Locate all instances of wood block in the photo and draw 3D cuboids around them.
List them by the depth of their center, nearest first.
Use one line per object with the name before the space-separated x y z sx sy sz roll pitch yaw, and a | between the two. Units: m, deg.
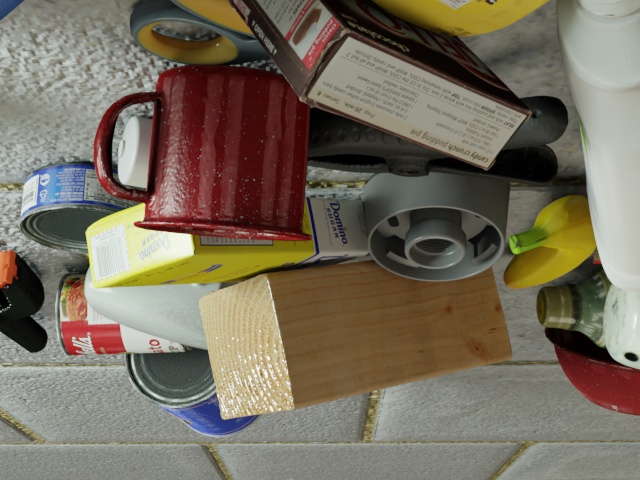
wood block | 0.029 0.064 0.771 0.205 0.090 0.091 -7 171 -37

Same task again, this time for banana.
banana | 0.161 0.000 0.746 0.069 0.037 0.197 -16 167 6

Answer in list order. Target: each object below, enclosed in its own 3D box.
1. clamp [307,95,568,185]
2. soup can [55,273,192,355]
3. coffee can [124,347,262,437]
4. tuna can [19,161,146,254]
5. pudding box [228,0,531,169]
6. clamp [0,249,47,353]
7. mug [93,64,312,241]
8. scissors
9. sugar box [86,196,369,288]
clamp | 0.056 -0.057 0.591 0.171 0.039 0.120 1 165 1
soup can | -0.158 0.059 0.877 0.102 0.068 0.068 -2 159 3
coffee can | -0.108 0.118 0.982 0.103 0.103 0.140 -4 159 10
tuna can | -0.155 -0.021 0.710 0.086 0.034 0.086 0 159 0
pudding box | 0.025 -0.081 0.464 0.113 0.090 0.039 13 120 -37
clamp | -0.282 0.055 0.907 0.164 0.036 0.210 14 155 -33
mug | -0.059 -0.045 0.551 0.117 0.081 0.093 5 177 -22
scissors | -0.011 -0.093 0.545 0.096 0.016 0.201 -15 155 38
sugar box | -0.054 0.001 0.693 0.094 0.048 0.175 -17 167 38
